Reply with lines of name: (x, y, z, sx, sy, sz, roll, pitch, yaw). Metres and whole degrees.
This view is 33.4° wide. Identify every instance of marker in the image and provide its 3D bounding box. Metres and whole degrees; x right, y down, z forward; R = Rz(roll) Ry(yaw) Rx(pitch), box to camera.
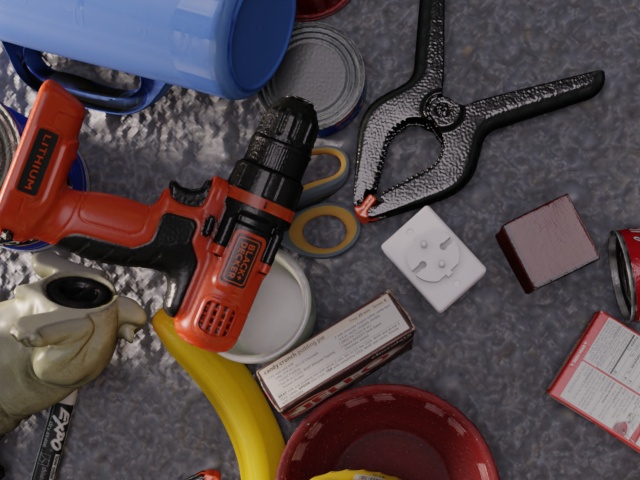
marker: (-0.205, 0.144, 0.832, 0.020, 0.020, 0.121, 14, 85, 8)

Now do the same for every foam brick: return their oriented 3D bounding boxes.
foam brick: (0.163, 0.004, 0.772, 0.051, 0.078, 0.053, -27, 84, 3)

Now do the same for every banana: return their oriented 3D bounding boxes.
banana: (-0.065, 0.136, 0.796, 0.037, 0.069, 0.198, -36, 69, 45)

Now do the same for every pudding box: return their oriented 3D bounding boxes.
pudding box: (0.013, 0.086, 0.771, 0.113, 0.090, 0.039, -33, 77, -5)

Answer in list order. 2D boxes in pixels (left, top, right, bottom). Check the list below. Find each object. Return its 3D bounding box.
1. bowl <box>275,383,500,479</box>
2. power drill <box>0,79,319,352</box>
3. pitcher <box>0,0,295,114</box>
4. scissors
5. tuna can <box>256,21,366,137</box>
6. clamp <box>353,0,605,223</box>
bowl: (0.050, 0.184, 0.777, 0.162, 0.055, 0.162, -1, 84, 7)
power drill: (-0.108, -0.037, 0.711, 0.187, 0.057, 0.184, 22, 88, -13)
pitcher: (-0.145, -0.175, 0.785, 0.243, 0.149, 0.145, 20, 79, 21)
scissors: (-0.055, 0.001, 0.831, 0.202, 0.016, 0.096, -33, 81, 3)
tuna can: (-0.007, -0.124, 0.829, 0.086, 0.033, 0.086, -1, 84, 7)
clamp: (0.103, -0.093, 0.808, 0.164, 0.036, 0.210, 31, 83, 10)
